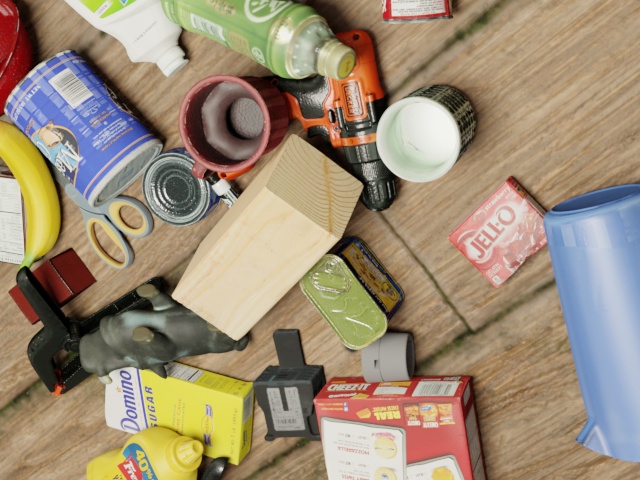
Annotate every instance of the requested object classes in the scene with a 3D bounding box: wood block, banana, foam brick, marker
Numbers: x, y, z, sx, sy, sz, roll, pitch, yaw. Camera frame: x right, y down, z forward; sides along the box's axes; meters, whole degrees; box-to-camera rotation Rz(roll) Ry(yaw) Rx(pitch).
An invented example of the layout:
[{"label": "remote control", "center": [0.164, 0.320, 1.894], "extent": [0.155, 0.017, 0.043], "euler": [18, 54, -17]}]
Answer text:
[{"label": "wood block", "center": [-0.057, 0.002, 1.087], "extent": [0.090, 0.090, 0.206], "euler": [35, 133, -10]}, {"label": "banana", "center": [-0.329, -0.058, 1.200], "extent": [0.037, 0.069, 0.198], "euler": [8, 124, 23]}, {"label": "foam brick", "center": [-0.317, 0.054, 1.258], "extent": [0.078, 0.053, 0.051], "euler": [-34, 93, 26]}, {"label": "marker", "center": [-0.091, -0.040, 1.147], "extent": [0.020, 0.020, 0.121], "euler": [-30, 111, 25]}]

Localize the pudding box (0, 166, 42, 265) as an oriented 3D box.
[{"label": "pudding box", "center": [-0.378, -0.031, 1.262], "extent": [0.090, 0.039, 0.113], "euler": [8, 110, 17]}]

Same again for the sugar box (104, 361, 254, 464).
[{"label": "sugar box", "center": [-0.166, 0.193, 1.249], "extent": [0.176, 0.048, 0.093], "euler": [11, 112, 15]}]

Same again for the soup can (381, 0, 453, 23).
[{"label": "soup can", "center": [0.089, -0.259, 1.006], "extent": [0.069, 0.068, 0.102], "euler": [1, 106, 19]}]

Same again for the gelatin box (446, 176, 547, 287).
[{"label": "gelatin box", "center": [0.183, -0.008, 1.070], "extent": [0.073, 0.030, 0.089], "euler": [46, 115, 2]}]

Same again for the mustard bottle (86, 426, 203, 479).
[{"label": "mustard bottle", "center": [-0.195, 0.268, 1.234], "extent": [0.192, 0.058, 0.096], "euler": [-34, 79, 40]}]

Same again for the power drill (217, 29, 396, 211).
[{"label": "power drill", "center": [-0.018, -0.111, 1.098], "extent": [0.188, 0.057, 0.184], "euler": [-7, 100, 19]}]

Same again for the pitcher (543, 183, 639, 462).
[{"label": "pitcher", "center": [0.302, 0.072, 1.007], "extent": [0.145, 0.149, 0.243], "euler": [-11, 99, 38]}]

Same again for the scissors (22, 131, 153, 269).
[{"label": "scissors", "center": [-0.264, -0.061, 1.223], "extent": [0.096, 0.016, 0.202], "euler": [-29, 95, 25]}]

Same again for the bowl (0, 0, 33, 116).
[{"label": "bowl", "center": [-0.368, -0.185, 1.175], "extent": [0.162, 0.055, 0.162], "euler": [-19, 56, 30]}]

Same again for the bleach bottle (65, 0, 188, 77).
[{"label": "bleach bottle", "center": [-0.235, -0.274, 1.123], "extent": [0.103, 0.068, 0.251], "euler": [-38, 93, 26]}]

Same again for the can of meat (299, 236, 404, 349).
[{"label": "can of meat", "center": [0.035, 0.051, 1.112], "extent": [0.058, 0.083, 0.102], "euler": [-37, 91, 25]}]

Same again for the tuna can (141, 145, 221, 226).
[{"label": "tuna can", "center": [-0.152, -0.059, 1.173], "extent": [0.086, 0.033, 0.086], "euler": [6, 108, 18]}]

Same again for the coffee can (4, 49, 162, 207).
[{"label": "coffee can", "center": [-0.255, -0.121, 1.154], "extent": [0.140, 0.102, 0.103], "euler": [47, 115, 1]}]

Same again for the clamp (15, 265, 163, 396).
[{"label": "clamp", "center": [-0.294, 0.104, 1.236], "extent": [0.164, 0.036, 0.210], "euler": [13, 130, -29]}]

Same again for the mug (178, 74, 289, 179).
[{"label": "mug", "center": [-0.086, -0.108, 1.044], "extent": [0.093, 0.081, 0.117], "euler": [36, 110, 7]}]

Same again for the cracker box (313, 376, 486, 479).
[{"label": "cracker box", "center": [0.094, 0.255, 1.161], "extent": [0.164, 0.072, 0.214], "euler": [-5, 105, 22]}]
